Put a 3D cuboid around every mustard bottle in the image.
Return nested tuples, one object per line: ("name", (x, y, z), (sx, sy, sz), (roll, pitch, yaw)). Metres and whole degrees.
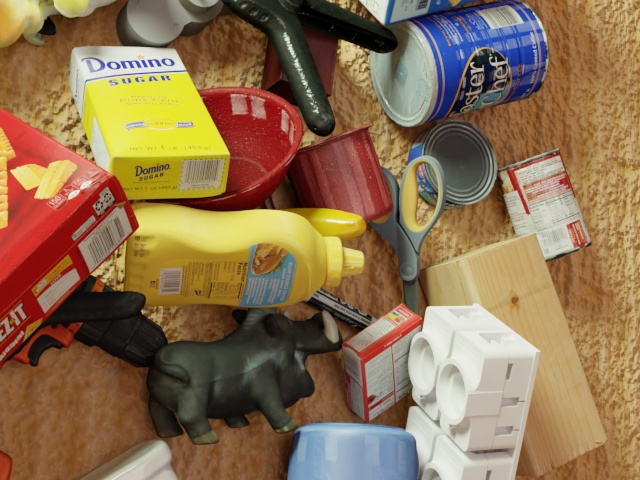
("mustard bottle", (-0.059, 0.015, 0.851), (0.191, 0.096, 0.058), (2, 48, -11))

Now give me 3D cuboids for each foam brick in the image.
("foam brick", (-0.019, -0.170, 0.986), (0.051, 0.053, 0.078), (13, 77, -23))

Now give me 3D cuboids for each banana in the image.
("banana", (-0.062, -0.003, 0.914), (0.197, 0.069, 0.037), (-7, 104, -5))

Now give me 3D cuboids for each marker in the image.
("marker", (0.028, 0.069, 0.984), (0.121, 0.020, 0.020), (29, 70, -18))

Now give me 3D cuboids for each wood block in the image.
("wood block", (0.180, 0.108, 1.010), (0.090, 0.090, 0.206), (-18, 89, -26))

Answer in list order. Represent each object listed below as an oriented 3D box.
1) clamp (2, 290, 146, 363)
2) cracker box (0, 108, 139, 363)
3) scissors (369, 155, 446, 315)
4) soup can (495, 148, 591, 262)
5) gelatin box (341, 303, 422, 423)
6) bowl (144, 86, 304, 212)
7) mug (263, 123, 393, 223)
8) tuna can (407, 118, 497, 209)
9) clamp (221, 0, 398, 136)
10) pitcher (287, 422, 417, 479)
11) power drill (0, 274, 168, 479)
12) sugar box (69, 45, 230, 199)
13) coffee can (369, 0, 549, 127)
("clamp", (-0.228, 0.034, 0.792), (0.171, 0.039, 0.120), (-22, 59, -13))
("cracker box", (-0.266, -0.019, 0.767), (0.214, 0.072, 0.164), (29, 63, 26))
("scissors", (0.067, 0.016, 1.006), (0.016, 0.096, 0.202), (-15, 118, -65))
("soup can", (0.223, -0.033, 1.067), (0.068, 0.069, 0.102), (-19, 90, -27))
("gelatin box", (0.057, 0.111, 0.959), (0.073, 0.030, 0.089), (-31, 136, -26))
("bowl", (-0.091, -0.064, 0.902), (0.161, 0.162, 0.055), (-35, 137, -26))
("mug", (0.005, -0.048, 0.963), (0.117, 0.093, 0.081), (-19, 95, 3))
("tuna can", (0.129, -0.074, 1.049), (0.086, 0.034, 0.086), (5, 79, -25))
("clamp", (-0.025, -0.204, 0.925), (0.210, 0.036, 0.164), (49, 43, -5))
("pitcher", (0.018, 0.276, 0.879), (0.145, 0.149, 0.243), (6, 75, -13))
("power drill", (-0.233, 0.102, 0.836), (0.184, 0.057, 0.187), (33, 66, -12))
("sugar box", (-0.141, -0.099, 0.859), (0.093, 0.048, 0.176), (-3, 40, -24))
("coffee can", (0.133, -0.173, 1.030), (0.140, 0.103, 0.103), (-16, 88, -27))
